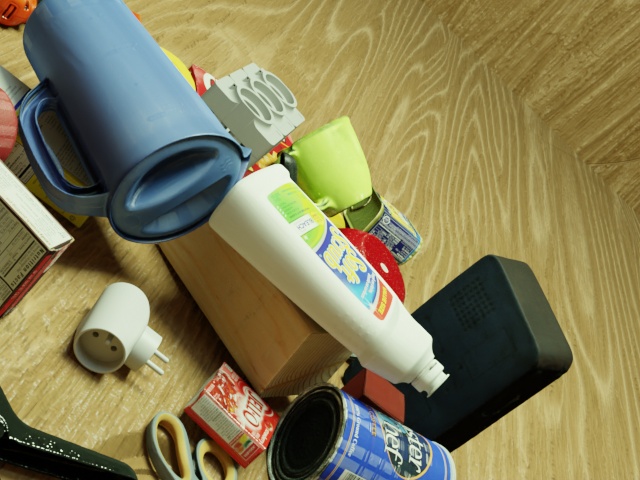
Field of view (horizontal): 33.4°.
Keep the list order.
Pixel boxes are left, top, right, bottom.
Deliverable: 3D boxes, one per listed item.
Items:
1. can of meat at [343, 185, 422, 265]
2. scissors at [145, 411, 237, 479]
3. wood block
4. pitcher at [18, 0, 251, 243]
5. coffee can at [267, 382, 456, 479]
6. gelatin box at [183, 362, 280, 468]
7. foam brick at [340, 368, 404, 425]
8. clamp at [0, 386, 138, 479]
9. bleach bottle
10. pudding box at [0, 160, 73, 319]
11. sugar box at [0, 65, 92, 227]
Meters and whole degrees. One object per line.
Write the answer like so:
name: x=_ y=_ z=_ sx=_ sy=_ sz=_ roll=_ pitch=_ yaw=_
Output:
can of meat: x=0.086 y=-0.020 z=1.459 sx=0.083 sy=0.057 sz=0.102 roll=38 pitch=12 yaw=-23
scissors: x=-0.085 y=0.221 z=0.834 sx=0.096 sy=0.016 sz=0.202 roll=20 pitch=34 yaw=-46
wood block: x=-0.060 y=0.045 z=1.041 sx=0.090 sy=0.090 sz=0.206 roll=6 pitch=39 yaw=-51
pitcher: x=-0.189 y=-0.122 z=0.976 sx=0.243 sy=0.145 sz=0.149 roll=54 pitch=12 yaw=29
coffee can: x=0.038 y=0.204 z=0.962 sx=0.140 sy=0.103 sz=0.103 roll=33 pitch=26 yaw=-28
gelatin box: x=-0.075 y=0.150 z=0.931 sx=0.073 sy=0.030 sz=0.089 roll=45 pitch=11 yaw=-1
foam brick: x=0.038 y=0.172 z=1.047 sx=0.053 sy=0.078 sz=0.051 roll=41 pitch=25 yaw=-13
clamp: x=-0.221 y=0.134 z=0.717 sx=0.210 sy=0.036 sz=0.164 roll=48 pitch=23 yaw=5
bleach bottle: x=0.017 y=0.041 z=0.967 sx=0.251 sy=0.068 sz=0.102 roll=43 pitch=26 yaw=8
pudding box: x=-0.258 y=-0.008 z=0.819 sx=0.113 sy=0.090 sz=0.039 roll=46 pitch=23 yaw=1
sugar box: x=-0.274 y=-0.097 z=0.997 sx=0.176 sy=0.048 sz=0.093 roll=37 pitch=24 yaw=-14
